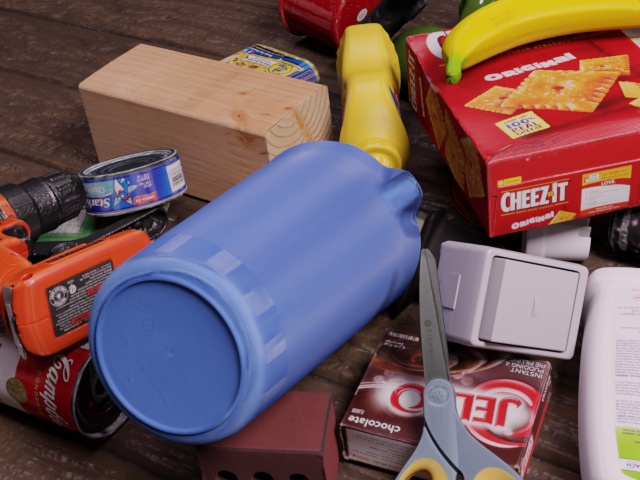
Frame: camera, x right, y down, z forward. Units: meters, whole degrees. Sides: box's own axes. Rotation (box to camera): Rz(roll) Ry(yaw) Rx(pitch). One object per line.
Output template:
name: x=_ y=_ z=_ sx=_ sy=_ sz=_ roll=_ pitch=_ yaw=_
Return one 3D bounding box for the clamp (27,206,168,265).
clamp: x=-0.185 y=0.016 z=0.813 sx=0.171 sy=0.039 sz=0.120 roll=-6 pitch=24 yaw=-5

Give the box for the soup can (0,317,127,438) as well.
soup can: x=-0.180 y=0.085 z=0.716 sx=0.102 sy=0.068 sz=0.068 roll=14 pitch=41 yaw=27

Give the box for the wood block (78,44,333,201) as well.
wood block: x=-0.098 y=-0.098 z=0.930 sx=0.206 sy=0.091 sz=0.090 roll=17 pitch=43 yaw=30

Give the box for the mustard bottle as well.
mustard bottle: x=0.043 y=-0.102 z=0.904 sx=0.058 sy=0.096 sz=0.191 roll=-4 pitch=36 yaw=4

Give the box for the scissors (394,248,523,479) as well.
scissors: x=0.087 y=0.101 z=0.615 sx=0.096 sy=0.016 sz=0.201 roll=7 pitch=67 yaw=16

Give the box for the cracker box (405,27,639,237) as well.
cracker box: x=0.169 y=-0.101 z=0.805 sx=0.164 sy=0.072 sz=0.214 roll=-12 pitch=36 yaw=-5

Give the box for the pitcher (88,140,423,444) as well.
pitcher: x=-0.042 y=0.032 z=0.661 sx=0.145 sy=0.149 sz=0.242 roll=18 pitch=22 yaw=17

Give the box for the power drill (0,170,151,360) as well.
power drill: x=-0.198 y=0.008 z=0.734 sx=0.188 sy=0.057 sz=0.184 roll=15 pitch=34 yaw=40

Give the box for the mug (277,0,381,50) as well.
mug: x=0.024 y=-0.243 z=1.119 sx=0.082 sy=0.093 sz=0.117 roll=33 pitch=16 yaw=36

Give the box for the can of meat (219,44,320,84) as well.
can of meat: x=-0.062 y=-0.142 z=1.012 sx=0.102 sy=0.057 sz=0.083 roll=27 pitch=46 yaw=37

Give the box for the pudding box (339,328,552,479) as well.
pudding box: x=0.079 y=0.106 z=0.664 sx=0.114 sy=0.039 sz=0.090 roll=9 pitch=39 yaw=20

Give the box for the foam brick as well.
foam brick: x=-0.031 y=0.127 z=0.646 sx=0.078 sy=0.053 sz=0.051 roll=0 pitch=37 yaw=11

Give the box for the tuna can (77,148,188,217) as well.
tuna can: x=-0.154 y=-0.048 z=0.874 sx=0.086 sy=0.034 sz=0.086 roll=-11 pitch=16 yaw=3

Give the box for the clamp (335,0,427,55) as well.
clamp: x=0.077 y=-0.225 z=0.995 sx=0.036 sy=0.210 sz=0.164 roll=47 pitch=38 yaw=-1

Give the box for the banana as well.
banana: x=0.167 y=-0.160 z=0.798 sx=0.197 sy=0.037 sz=0.070 roll=-20 pitch=54 yaw=-13
